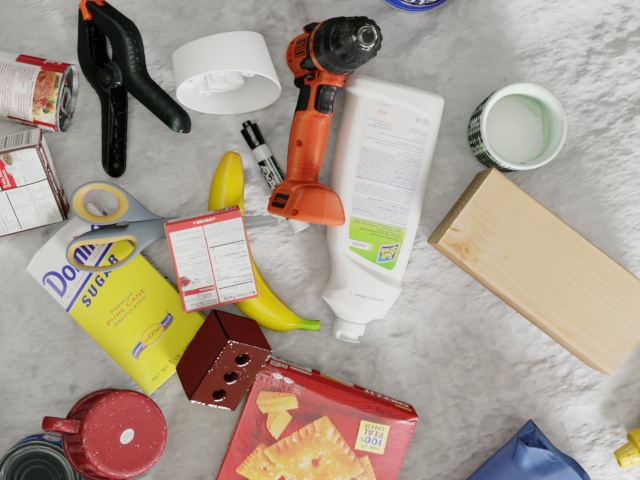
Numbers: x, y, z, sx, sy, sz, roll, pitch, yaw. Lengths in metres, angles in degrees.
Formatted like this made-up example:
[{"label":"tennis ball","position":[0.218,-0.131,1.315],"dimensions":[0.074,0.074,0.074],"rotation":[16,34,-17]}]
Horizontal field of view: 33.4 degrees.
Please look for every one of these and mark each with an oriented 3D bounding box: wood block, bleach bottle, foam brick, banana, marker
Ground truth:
[{"label":"wood block","position":[0.214,0.029,1.030],"dimensions":[0.206,0.090,0.091],"rotation":[37,90,-1]},{"label":"bleach bottle","position":[0.045,-0.027,1.039],"dimensions":[0.102,0.068,0.251],"rotation":[13,92,-6]},{"label":"foam brick","position":[-0.092,0.113,1.005],"dimensions":[0.052,0.051,0.078],"rotation":[18,114,-35]},{"label":"banana","position":[-0.072,0.013,1.051],"dimensions":[0.069,0.037,0.198],"rotation":[-26,91,-10]},{"label":"marker","position":[-0.046,-0.064,1.058],"dimensions":[0.020,0.020,0.121],"rotation":[-28,91,-1]}]

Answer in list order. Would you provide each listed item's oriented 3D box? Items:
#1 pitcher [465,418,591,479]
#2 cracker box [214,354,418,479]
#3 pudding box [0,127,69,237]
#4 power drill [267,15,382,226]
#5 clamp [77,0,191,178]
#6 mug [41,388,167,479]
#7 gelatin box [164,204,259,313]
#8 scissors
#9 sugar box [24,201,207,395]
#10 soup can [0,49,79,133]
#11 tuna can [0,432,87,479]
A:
[{"label":"pitcher","position":[0.163,0.301,1.022],"dimensions":[0.243,0.145,0.149],"rotation":[-41,79,3]},{"label":"cracker box","position":[-0.018,0.237,1.036],"dimensions":[0.164,0.072,0.214],"rotation":[20,91,-1]},{"label":"pudding box","position":[-0.309,-0.050,1.024],"dimensions":[0.113,0.039,0.090],"rotation":[-12,124,0]},{"label":"power drill","position":[0.003,-0.109,0.979],"dimensions":[0.057,0.185,0.188],"rotation":[9,92,-16]},{"label":"clamp","position":[-0.198,-0.148,1.034],"dimensions":[0.120,0.039,0.171],"rotation":[-35,75,30]},{"label":"mug","position":[-0.204,0.181,1.008],"dimensions":[0.117,0.082,0.093],"rotation":[16,73,-18]},{"label":"gelatin box","position":[-0.103,0.018,1.005],"dimensions":[0.073,0.030,0.089],"rotation":[-13,102,-8]},{"label":"scissors","position":[-0.150,-0.029,1.019],"dimensions":[0.201,0.016,0.096],"rotation":[-19,88,-6]},{"label":"sugar box","position":[-0.194,0.056,1.043],"dimensions":[0.093,0.048,0.176],"rotation":[-45,93,-1]},{"label":"soup can","position":[-0.292,-0.146,1.027],"dimensions":[0.102,0.068,0.068],"rotation":[11,90,-1]},{"label":"tuna can","position":[-0.275,0.235,1.049],"dimensions":[0.086,0.034,0.086],"rotation":[0,91,-1]}]
